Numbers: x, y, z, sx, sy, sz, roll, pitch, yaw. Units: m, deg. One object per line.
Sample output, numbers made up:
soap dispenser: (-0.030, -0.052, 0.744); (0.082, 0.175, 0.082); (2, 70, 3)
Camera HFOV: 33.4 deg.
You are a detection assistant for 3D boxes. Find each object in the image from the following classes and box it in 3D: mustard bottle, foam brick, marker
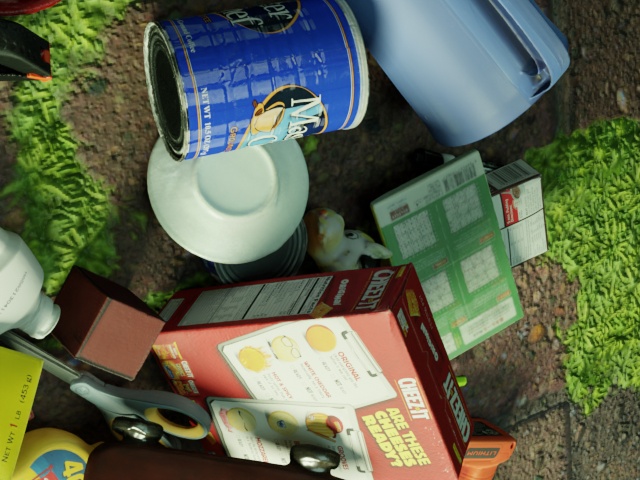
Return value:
mustard bottle: (-0.219, 0.193, 0.796); (0.191, 0.058, 0.096); (-15, 109, -46)
foam brick: (-0.162, 0.061, 0.797); (0.051, 0.078, 0.053); (28, 91, -35)
marker: (0.132, -0.067, 0.977); (0.120, 0.020, 0.020); (7, 100, -33)

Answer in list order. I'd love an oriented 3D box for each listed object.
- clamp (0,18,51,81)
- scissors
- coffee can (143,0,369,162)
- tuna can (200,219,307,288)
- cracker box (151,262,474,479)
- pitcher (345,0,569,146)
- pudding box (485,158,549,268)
clamp: (-0.243, -0.127, 0.671); (0.171, 0.120, 0.039); (-3, 90, -36)
scissors: (-0.162, 0.110, 0.817); (0.201, 0.096, 0.016); (51, 34, -33)
coffee can: (-0.048, -0.121, 0.785); (0.140, 0.103, 0.103); (-13, 111, -19)
tuna can: (-0.056, 0.001, 0.871); (0.086, 0.034, 0.086); (-10, 109, -29)
cracker box: (-0.007, 0.108, 0.832); (0.164, 0.214, 0.072); (67, 31, -27)
pitcher: (0.079, -0.198, 0.818); (0.242, 0.149, 0.145); (46, 34, -25)
pudding box: (0.153, -0.011, 0.982); (0.113, 0.039, 0.090); (-23, 125, -14)
